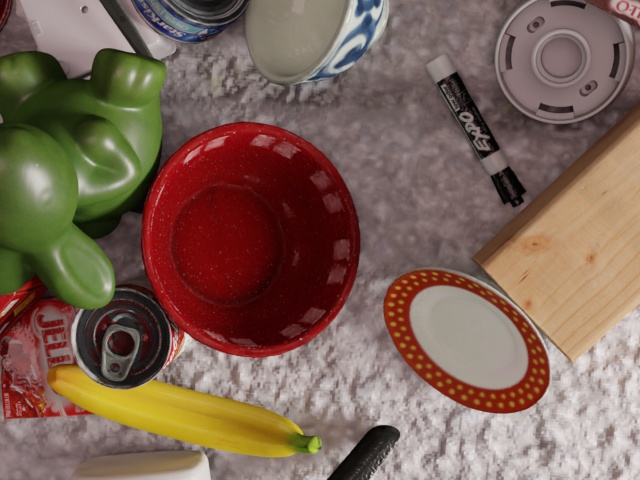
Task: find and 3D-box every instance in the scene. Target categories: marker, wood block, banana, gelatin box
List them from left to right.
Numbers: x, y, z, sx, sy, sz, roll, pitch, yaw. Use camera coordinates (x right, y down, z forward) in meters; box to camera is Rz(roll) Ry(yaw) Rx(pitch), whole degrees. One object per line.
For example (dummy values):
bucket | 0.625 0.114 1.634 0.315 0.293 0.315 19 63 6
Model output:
gelatin box | -0.200 0.086 0.794 0.073 0.030 0.089 -4 94 4
banana | -0.096 0.122 0.770 0.198 0.070 0.037 13 64 -1
marker | 0.113 -0.078 0.767 0.020 0.020 0.121 -30 91 5
wood block | 0.212 -0.024 0.728 0.206 0.091 0.090 -44 90 5

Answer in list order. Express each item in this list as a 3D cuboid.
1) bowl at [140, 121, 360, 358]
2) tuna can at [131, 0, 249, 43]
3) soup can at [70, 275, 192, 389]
bowl | -0.055 0.001 0.747 0.161 0.055 0.162 2 84 -26
tuna can | -0.090 -0.183 0.744 0.086 0.034 0.086 8 74 -32
soup can | -0.128 0.062 0.751 0.068 0.102 0.068 0 93 4
